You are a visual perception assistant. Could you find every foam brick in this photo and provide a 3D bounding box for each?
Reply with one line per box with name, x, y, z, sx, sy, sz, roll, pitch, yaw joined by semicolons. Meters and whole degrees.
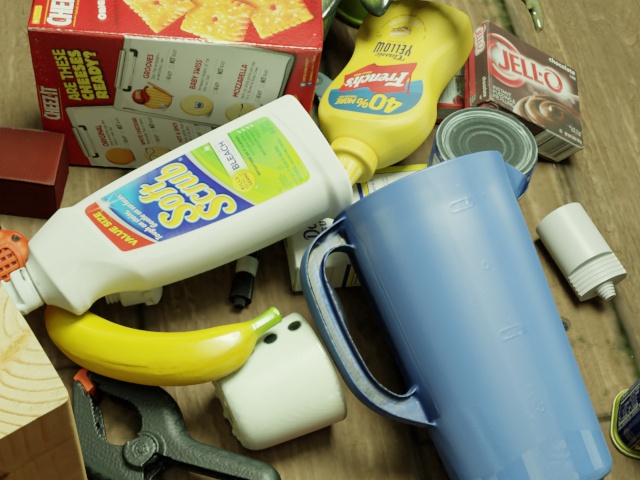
foam brick;-0.245;-0.055;0.855;0.078;0.051;0.053;7;57;-3

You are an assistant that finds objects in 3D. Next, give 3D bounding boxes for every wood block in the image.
wood block;-0.205;0.126;0.659;0.090;0.206;0.090;-29;67;-23

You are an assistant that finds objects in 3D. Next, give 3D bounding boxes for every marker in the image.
marker;-0.056;0.001;0.863;0.020;0.020;0.121;10;59;-1

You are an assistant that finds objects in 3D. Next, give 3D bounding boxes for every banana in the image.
banana;-0.126;0.073;0.759;0.198;0.037;0.069;2;27;23

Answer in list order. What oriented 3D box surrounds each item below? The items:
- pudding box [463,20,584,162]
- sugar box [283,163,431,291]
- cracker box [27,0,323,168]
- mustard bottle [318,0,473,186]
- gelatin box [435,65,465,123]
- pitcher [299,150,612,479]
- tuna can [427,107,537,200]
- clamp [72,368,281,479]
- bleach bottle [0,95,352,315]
pudding box;0.177;-0.129;0.935;0.113;0.039;0.090;23;54;-29
sugar box;0.058;-0.013;0.872;0.176;0.048;0.093;-5;58;-7
cracker box;-0.113;-0.129;0.850;0.213;0.164;0.072;4;57;-5
mustard bottle;0.052;-0.116;0.875;0.096;0.058;0.191;12;57;25
gelatin box;0.109;-0.141;0.963;0.089;0.030;0.073;2;59;-2
pitcher;0.101;0.071;0.754;0.149;0.144;0.243;-26;79;26
tuna can;0.132;-0.068;0.867;0.086;0.034;0.086;3;51;-4
clamp;-0.124;0.161;0.743;0.172;0.039;0.120;34;64;25
bleach bottle;-0.108;-0.010;0.779;0.250;0.068;0.103;-28;67;-11
